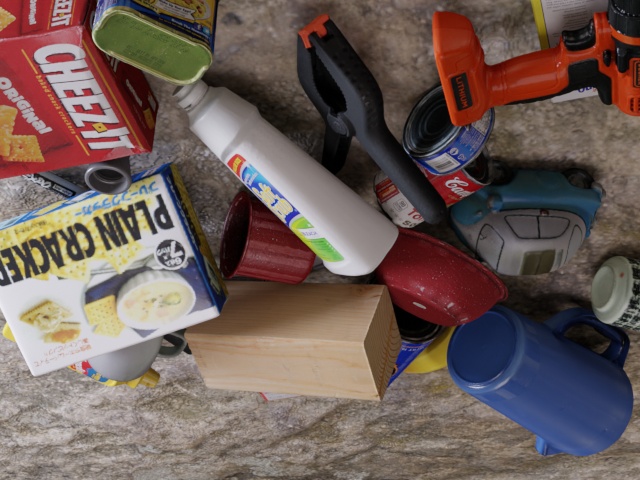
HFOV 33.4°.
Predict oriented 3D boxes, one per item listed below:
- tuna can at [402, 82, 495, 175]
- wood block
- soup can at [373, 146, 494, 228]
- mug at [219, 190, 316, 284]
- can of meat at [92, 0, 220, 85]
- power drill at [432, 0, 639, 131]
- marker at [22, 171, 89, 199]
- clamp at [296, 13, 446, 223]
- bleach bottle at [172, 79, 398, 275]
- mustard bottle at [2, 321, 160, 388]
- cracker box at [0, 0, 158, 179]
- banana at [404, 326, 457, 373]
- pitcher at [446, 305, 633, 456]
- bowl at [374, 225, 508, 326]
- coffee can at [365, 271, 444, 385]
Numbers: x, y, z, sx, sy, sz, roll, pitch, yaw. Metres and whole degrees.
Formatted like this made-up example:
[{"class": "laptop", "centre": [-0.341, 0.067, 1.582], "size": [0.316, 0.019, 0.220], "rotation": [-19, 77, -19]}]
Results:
[{"class": "tuna can", "centre": [0.116, -0.105, 0.981], "size": [0.033, 0.086, 0.086], "rotation": [32, 133, -33]}, {"class": "wood block", "centre": [-0.028, 0.106, 1.152], "size": [0.206, 0.090, 0.090], "rotation": [1, 130, 23]}, {"class": "soup can", "centre": [0.110, -0.063, 1.051], "size": [0.068, 0.068, 0.102], "rotation": [31, 134, -34]}, {"class": "mug", "centre": [-0.057, 0.001, 1.134], "size": [0.081, 0.093, 0.117], "rotation": [11, 173, -22]}, {"class": "can of meat", "centre": [-0.134, -0.186, 0.877], "size": [0.102, 0.084, 0.058], "rotation": [21, 138, -25]}, {"class": "power drill", "centre": [0.187, -0.158, 0.855], "size": [0.188, 0.057, 0.184], "rotation": [-5, 145, 13]}, {"class": "marker", "centre": [-0.292, -0.069, 1.091], "size": [0.121, 0.020, 0.020], "rotation": [29, 135, -32]}, {"class": "clamp", "centre": [0.036, -0.107, 0.964], "size": [0.165, 0.036, 0.210], "rotation": [30, 154, 39]}, {"class": "bleach bottle", "centre": [-0.042, -0.066, 1.026], "size": [0.250, 0.068, 0.103], "rotation": [41, 166, -20]}, {"class": "mustard bottle", "centre": [-0.280, 0.126, 1.280], "size": [0.191, 0.058, 0.096], "rotation": [29, 140, -10]}, {"class": "cracker box", "centre": [-0.275, -0.133, 0.960], "size": [0.214, 0.072, 0.164], "rotation": [-9, 143, 11]}, {"class": "banana", "centre": [0.157, 0.115, 1.319], "size": [0.069, 0.037, 0.198], "rotation": [24, 140, 5]}, {"class": "pitcher", "centre": [0.267, 0.156, 1.281], "size": [0.145, 0.149, 0.242], "rotation": [-17, 146, 38]}, {"class": "bowl", "centre": [0.117, 0.047, 1.145], "size": [0.162, 0.055, 0.162], "rotation": [26, 165, 7]}, {"class": "coffee can", "centre": [0.070, 0.109, 1.253], "size": [0.102, 0.103, 0.140], "rotation": [15, 141, -18]}]
